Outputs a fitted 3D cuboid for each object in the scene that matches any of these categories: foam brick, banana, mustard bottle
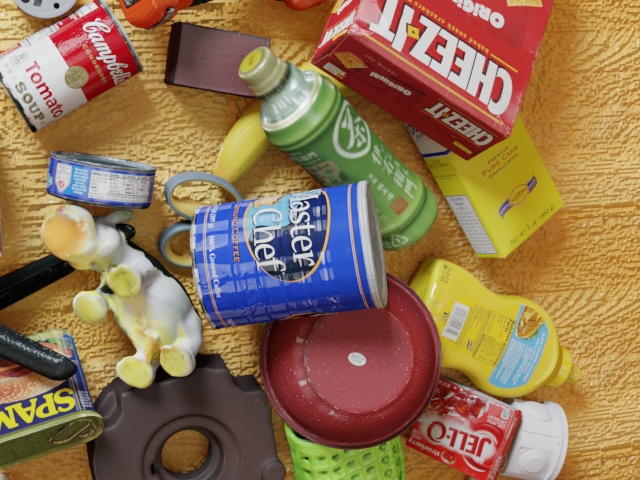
[{"bbox_3d":[-0.086,-0.150,0.892,0.078,0.053,0.051,7,96,-18],"label":"foam brick"},{"bbox_3d":[-0.014,-0.114,0.928,0.197,0.037,0.069,-26,104,-12],"label":"banana"},{"bbox_3d":[0.165,0.094,1.002,0.191,0.058,0.096,25,87,-19],"label":"mustard bottle"}]

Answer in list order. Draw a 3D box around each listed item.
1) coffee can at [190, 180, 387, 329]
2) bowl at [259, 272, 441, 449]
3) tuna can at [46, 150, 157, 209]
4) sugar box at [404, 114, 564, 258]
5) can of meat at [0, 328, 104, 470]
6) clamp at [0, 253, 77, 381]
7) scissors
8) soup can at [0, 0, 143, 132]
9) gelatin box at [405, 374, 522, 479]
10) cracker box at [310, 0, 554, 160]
[{"bbox_3d":[-0.023,0.012,0.860,0.140,0.102,0.103,-8,101,8],"label":"coffee can"},{"bbox_3d":[0.029,0.099,0.907,0.162,0.055,0.162,1,84,-5],"label":"bowl"},{"bbox_3d":[-0.177,-0.049,0.862,0.086,0.086,0.034,7,97,-18],"label":"tuna can"},{"bbox_3d":[0.145,-0.081,0.968,0.093,0.048,0.176,-39,111,-25],"label":"sugar box"},{"bbox_3d":[-0.237,0.128,0.866,0.102,0.057,0.084,-17,62,-15],"label":"can of meat"},{"bbox_3d":[-0.273,0.053,0.859,0.171,0.120,0.039,7,136,-5],"label":"clamp"},{"bbox_3d":[-0.056,0.001,0.941,0.201,0.016,0.096,24,108,-30],"label":"scissors"},{"bbox_3d":[-0.203,-0.139,0.850,0.102,0.069,0.068,-32,106,-10],"label":"soup can"},{"bbox_3d":[0.133,0.175,0.992,0.030,0.089,0.073,18,94,-61],"label":"gelatin box"},{"bbox_3d":[0.107,-0.202,0.893,0.164,0.072,0.213,29,65,-17],"label":"cracker box"}]
